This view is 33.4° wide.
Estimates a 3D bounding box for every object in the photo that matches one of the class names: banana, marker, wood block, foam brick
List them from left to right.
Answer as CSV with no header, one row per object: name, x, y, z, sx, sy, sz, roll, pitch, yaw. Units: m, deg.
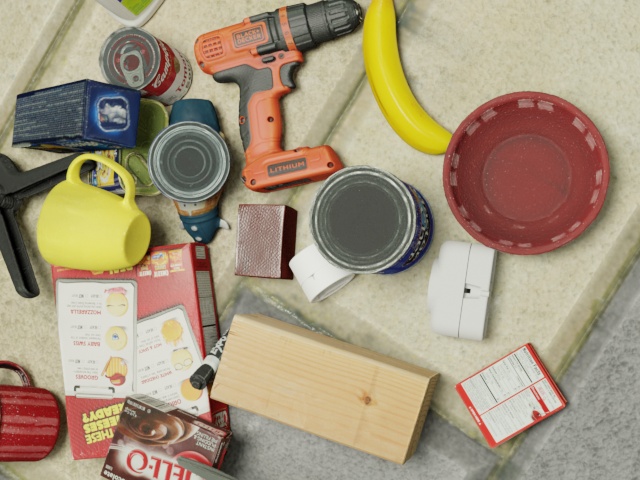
marker,-0.104,0.116,1.103,0.020,0.121,0.020,10,121,17
foam brick,-0.057,0.001,1.128,0.053,0.051,0.078,4,89,14
wood block,0.005,0.148,1.089,0.206,0.090,0.091,17,91,13
banana,0.085,-0.163,1.111,0.069,0.037,0.198,-27,84,-17

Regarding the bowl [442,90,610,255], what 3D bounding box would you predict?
bowl,0.205,-0.065,1.066,0.162,0.055,0.162,0,88,13

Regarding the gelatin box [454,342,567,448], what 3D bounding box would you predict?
gelatin box,0.192,0.155,1.075,0.089,0.030,0.073,-33,80,10

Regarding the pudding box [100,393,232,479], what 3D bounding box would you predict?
pudding box,-0.155,0.215,1.077,0.114,0.039,0.090,21,96,17

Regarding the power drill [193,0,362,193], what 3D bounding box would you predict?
power drill,-0.031,-0.153,1.126,0.184,0.057,0.187,-14,83,13

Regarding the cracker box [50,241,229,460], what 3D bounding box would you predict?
cracker box,-0.192,0.117,1.146,0.164,0.072,0.214,-8,87,13

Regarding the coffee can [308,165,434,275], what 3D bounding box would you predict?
coffee can,0.054,-0.017,1.056,0.103,0.140,0.103,0,88,13

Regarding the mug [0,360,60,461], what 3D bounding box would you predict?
mug,-0.340,0.188,1.163,0.093,0.081,0.117,-30,61,36

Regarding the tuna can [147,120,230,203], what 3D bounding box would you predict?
tuna can,-0.135,-0.081,1.101,0.086,0.034,0.086,0,93,-8

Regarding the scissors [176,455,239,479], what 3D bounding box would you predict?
scissors,-0.078,0.268,1.076,0.096,0.201,0.016,-56,35,23

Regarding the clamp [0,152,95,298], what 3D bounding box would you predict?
clamp,-0.342,-0.051,1.174,0.210,0.036,0.164,30,91,32

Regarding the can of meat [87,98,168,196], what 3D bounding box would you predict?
can of meat,-0.209,-0.097,1.146,0.084,0.057,0.102,-3,86,52

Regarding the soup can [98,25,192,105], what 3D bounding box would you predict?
soup can,-0.184,-0.184,1.138,0.068,0.102,0.068,-1,88,13
